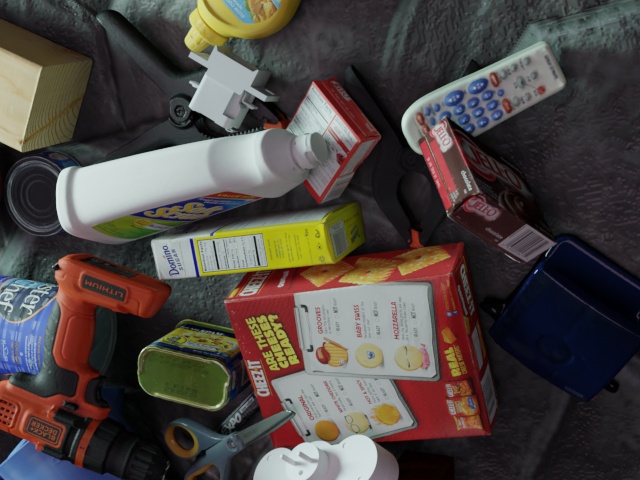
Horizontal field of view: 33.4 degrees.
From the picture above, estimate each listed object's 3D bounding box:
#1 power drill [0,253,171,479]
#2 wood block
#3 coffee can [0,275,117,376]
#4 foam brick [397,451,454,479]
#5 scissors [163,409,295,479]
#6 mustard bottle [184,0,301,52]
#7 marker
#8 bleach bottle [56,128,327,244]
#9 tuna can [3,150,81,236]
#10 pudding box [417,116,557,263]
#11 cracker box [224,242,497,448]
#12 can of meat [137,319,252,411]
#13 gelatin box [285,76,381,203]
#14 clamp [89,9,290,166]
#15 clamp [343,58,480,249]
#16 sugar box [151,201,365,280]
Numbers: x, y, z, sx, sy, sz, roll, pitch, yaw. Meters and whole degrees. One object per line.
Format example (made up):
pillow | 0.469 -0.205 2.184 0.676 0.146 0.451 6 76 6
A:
power drill | -0.202 0.119 0.985 0.184 0.057 0.188 21 95 5
wood block | -0.344 -0.172 1.054 0.206 0.090 0.090 25 110 13
coffee can | -0.294 0.092 1.090 0.140 0.102 0.103 9 105 19
foam brick | 0.091 0.236 0.993 0.051 0.078 0.053 3 101 20
scissors | -0.097 0.184 1.036 0.096 0.016 0.202 47 132 14
mustard bottle | -0.053 -0.237 0.948 0.192 0.058 0.096 -41 85 23
marker | -0.087 0.185 1.079 0.020 0.020 0.121 46 113 5
bleach bottle | -0.112 -0.055 0.963 0.251 0.102 0.068 -13 73 29
tuna can | -0.279 -0.048 1.089 0.086 0.033 0.086 5 104 19
pudding box | 0.137 -0.040 0.878 0.039 0.113 0.090 -37 45 24
cracker box | 0.041 0.098 0.971 0.214 0.072 0.164 -8 112 22
can of meat | -0.116 0.121 1.040 0.102 0.083 0.057 10 105 18
gelatin box | 0.006 -0.089 0.952 0.073 0.030 0.089 53 135 20
clamp | -0.131 -0.134 1.012 0.210 0.036 0.164 5 105 17
clamp | 0.074 -0.080 0.948 0.120 0.039 0.171 10 101 19
sugar box | -0.056 0.001 0.986 0.176 0.093 0.048 -9 99 23
